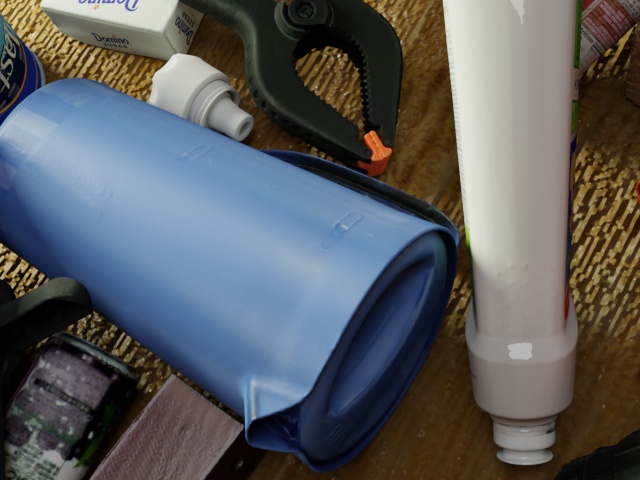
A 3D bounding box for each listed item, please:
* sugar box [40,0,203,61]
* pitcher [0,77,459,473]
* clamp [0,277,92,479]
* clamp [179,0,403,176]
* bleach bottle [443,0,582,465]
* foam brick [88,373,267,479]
[{"bbox_3d":[-0.104,-0.207,0.705,0.093,0.048,0.176,16,75,17],"label":"sugar box"},{"bbox_3d":[-0.054,0.001,0.569,0.243,0.149,0.145,28,90,24],"label":"pitcher"},{"bbox_3d":[-0.172,0.054,0.559,0.120,0.039,0.172,-57,37,0],"label":"clamp"},{"bbox_3d":[-0.004,-0.138,0.641,0.164,0.036,0.210,-32,77,-11],"label":"clamp"},{"bbox_3d":[0.098,-0.017,0.529,0.068,0.102,0.251,-1,98,12],"label":"bleach bottle"},{"bbox_3d":[-0.074,0.119,0.553,0.051,0.053,0.078,33,77,22],"label":"foam brick"}]
